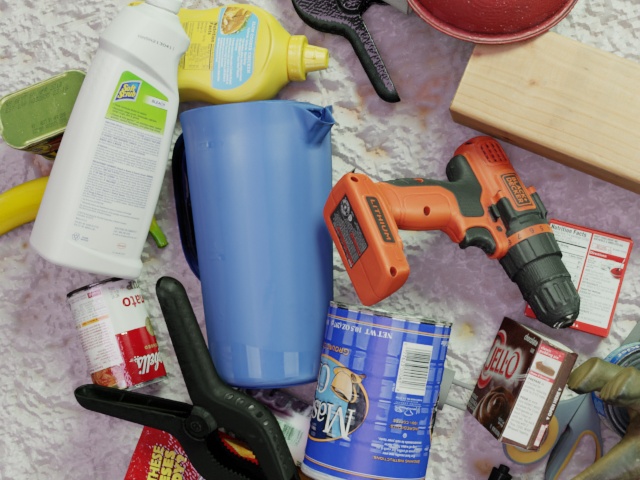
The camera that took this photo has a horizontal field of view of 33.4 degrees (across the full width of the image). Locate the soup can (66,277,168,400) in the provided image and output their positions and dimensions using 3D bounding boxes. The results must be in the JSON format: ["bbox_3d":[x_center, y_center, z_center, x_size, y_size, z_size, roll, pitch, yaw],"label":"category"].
[{"bbox_3d":[-0.186,0.089,0.976,0.068,0.068,0.102,-19,85,9],"label":"soup can"}]

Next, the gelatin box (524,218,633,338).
[{"bbox_3d":[0.223,0.032,0.922,0.073,0.030,0.089,15,91,12],"label":"gelatin box"}]

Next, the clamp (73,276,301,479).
[{"bbox_3d":[-0.105,0.149,0.895,0.210,0.036,0.165,48,122,-1],"label":"clamp"}]

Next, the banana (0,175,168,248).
[{"bbox_3d":[-0.241,-0.030,1.004,0.198,0.037,0.069,2,89,10],"label":"banana"}]

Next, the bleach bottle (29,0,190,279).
[{"bbox_3d":[-0.166,-0.096,0.922,0.068,0.102,0.251,30,102,47],"label":"bleach bottle"}]

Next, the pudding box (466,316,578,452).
[{"bbox_3d":[0.165,0.118,0.889,0.039,0.113,0.090,21,92,-9],"label":"pudding box"}]

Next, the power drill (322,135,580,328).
[{"bbox_3d":[0.108,0.001,0.868,0.187,0.057,0.184,-8,59,-31],"label":"power drill"}]

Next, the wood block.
[{"bbox_3d":[0.222,-0.108,0.894,0.206,0.090,0.090,23,93,10],"label":"wood block"}]

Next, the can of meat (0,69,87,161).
[{"bbox_3d":[-0.236,-0.115,0.981,0.102,0.084,0.057,-20,85,9],"label":"can of meat"}]

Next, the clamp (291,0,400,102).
[{"bbox_3d":[0.031,-0.202,0.957,0.171,0.039,0.120,24,83,11],"label":"clamp"}]

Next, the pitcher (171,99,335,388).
[{"bbox_3d":[-0.056,0.001,0.933,0.145,0.149,0.243,-3,91,-5],"label":"pitcher"}]

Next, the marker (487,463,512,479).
[{"bbox_3d":[0.137,0.252,0.939,0.020,0.020,0.121,25,93,10],"label":"marker"}]

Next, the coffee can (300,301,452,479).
[{"bbox_3d":[0.046,0.127,0.871,0.103,0.102,0.140,10,88,10],"label":"coffee can"}]

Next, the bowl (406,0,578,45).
[{"bbox_3d":[0.139,-0.241,0.855,0.162,0.055,0.162,-1,71,2],"label":"bowl"}]

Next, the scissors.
[{"bbox_3d":[0.224,0.127,0.925,0.096,0.016,0.202,18,92,6],"label":"scissors"}]

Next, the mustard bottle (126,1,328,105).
[{"bbox_3d":[-0.088,-0.167,0.967,0.192,0.058,0.096,3,75,10],"label":"mustard bottle"}]
